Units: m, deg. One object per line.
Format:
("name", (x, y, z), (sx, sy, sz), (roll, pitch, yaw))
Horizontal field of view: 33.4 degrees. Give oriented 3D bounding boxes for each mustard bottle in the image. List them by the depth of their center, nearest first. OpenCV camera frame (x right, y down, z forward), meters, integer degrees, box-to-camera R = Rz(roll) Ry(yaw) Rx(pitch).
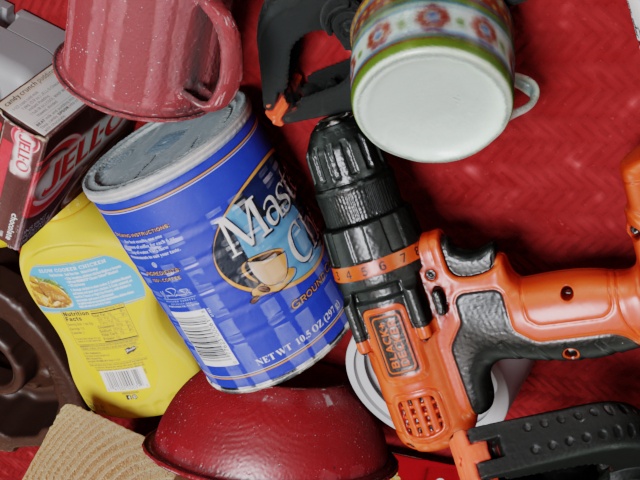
("mustard bottle", (-0.144, 0.029, 0.705), (0.096, 0.058, 0.191), (-8, 122, 20))

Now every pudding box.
("pudding box", (-0.143, -0.060, 0.597), (0.039, 0.113, 0.090), (33, 134, 1))

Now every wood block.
("wood block", (-0.143, 0.201, 0.767), (0.091, 0.090, 0.206), (22, 157, 11))

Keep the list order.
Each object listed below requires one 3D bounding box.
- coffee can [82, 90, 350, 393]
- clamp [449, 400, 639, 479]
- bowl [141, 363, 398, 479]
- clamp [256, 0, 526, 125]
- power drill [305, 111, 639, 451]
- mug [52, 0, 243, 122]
("coffee can", (-0.054, 0.001, 0.606), (0.103, 0.102, 0.140), (-12, 119, 34))
("clamp", (0.150, 0.120, 0.568), (0.209, 0.036, 0.165), (2, 145, -27))
("bowl", (-0.029, 0.108, 0.670), (0.162, 0.161, 0.055), (8, 95, 22))
("clamp", (0.014, -0.122, 0.516), (0.120, 0.039, 0.172), (44, 130, -14))
("power drill", (0.096, 0.005, 0.533), (0.188, 0.057, 0.184), (-16, 100, 24))
("mug", (-0.078, -0.112, 0.533), (0.117, 0.093, 0.082), (45, 136, 32))
